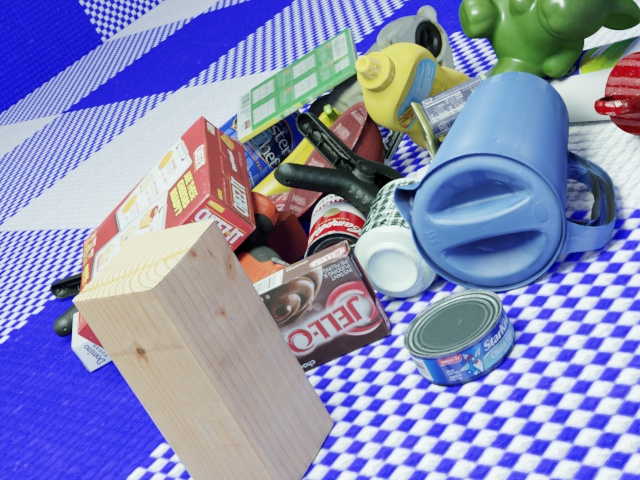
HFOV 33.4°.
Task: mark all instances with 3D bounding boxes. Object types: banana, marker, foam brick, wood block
[{"bbox_3d":[-0.027,-0.104,1.338,0.069,0.037,0.198,1,-40,-45],"label":"banana"},{"bbox_3d":[0.082,-0.111,1.251,0.020,0.020,0.121,13,74,58],"label":"marker"},{"bbox_3d":[-0.058,0.001,1.199,0.051,0.053,0.078,-41,27,-27],"label":"foam brick"},{"bbox_3d":[-0.086,0.098,0.830,0.091,0.206,0.090,-10,29,37],"label":"wood block"}]

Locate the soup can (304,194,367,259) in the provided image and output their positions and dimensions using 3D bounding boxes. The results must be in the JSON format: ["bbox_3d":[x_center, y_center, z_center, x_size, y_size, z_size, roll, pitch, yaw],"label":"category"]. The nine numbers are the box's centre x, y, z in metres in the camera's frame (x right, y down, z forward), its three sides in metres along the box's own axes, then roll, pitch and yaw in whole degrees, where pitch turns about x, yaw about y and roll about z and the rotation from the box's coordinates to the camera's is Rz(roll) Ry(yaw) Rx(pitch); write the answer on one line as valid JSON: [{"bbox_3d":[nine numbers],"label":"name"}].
[{"bbox_3d":[0.021,0.000,1.090,0.068,0.068,0.102,-23,23,14],"label":"soup can"}]

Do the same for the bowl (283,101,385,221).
[{"bbox_3d":[0.025,-0.078,1.219,0.162,0.055,0.162,-52,16,21],"label":"bowl"}]

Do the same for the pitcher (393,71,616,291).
[{"bbox_3d":[0.179,-0.065,0.988,0.145,0.149,0.242,-34,14,30],"label":"pitcher"}]

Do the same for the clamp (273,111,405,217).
[{"bbox_3d":[0.035,-0.070,1.100,0.039,0.171,0.120,-52,21,42],"label":"clamp"}]

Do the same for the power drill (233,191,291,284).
[{"bbox_3d":[-0.089,0.053,1.078,0.184,0.057,0.188,-56,30,8],"label":"power drill"}]

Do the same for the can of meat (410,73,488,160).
[{"bbox_3d":[0.153,-0.123,1.153,0.084,0.102,0.057,-24,55,4],"label":"can of meat"}]

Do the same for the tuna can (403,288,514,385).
[{"bbox_3d":[0.113,0.078,0.862,0.086,0.033,0.086,-24,23,11],"label":"tuna can"}]

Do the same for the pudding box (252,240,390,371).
[{"bbox_3d":[-0.005,0.063,0.959,0.113,0.090,0.039,-24,21,13],"label":"pudding box"}]

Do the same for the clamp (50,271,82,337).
[{"bbox_3d":[-0.255,0.045,1.356,0.210,0.036,0.164,-28,22,1],"label":"clamp"}]

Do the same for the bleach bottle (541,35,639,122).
[{"bbox_3d":[0.261,-0.164,1.164,0.251,0.068,0.102,-3,34,50],"label":"bleach bottle"}]

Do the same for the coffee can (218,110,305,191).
[{"bbox_3d":[-0.095,-0.120,1.430,0.103,0.103,0.140,-2,35,48],"label":"coffee can"}]

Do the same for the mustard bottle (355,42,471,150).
[{"bbox_3d":[0.098,-0.165,1.180,0.058,0.191,0.096,28,96,37],"label":"mustard bottle"}]

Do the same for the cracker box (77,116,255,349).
[{"bbox_3d":[-0.164,-0.003,1.120,0.214,0.072,0.164,-43,31,20],"label":"cracker box"}]
